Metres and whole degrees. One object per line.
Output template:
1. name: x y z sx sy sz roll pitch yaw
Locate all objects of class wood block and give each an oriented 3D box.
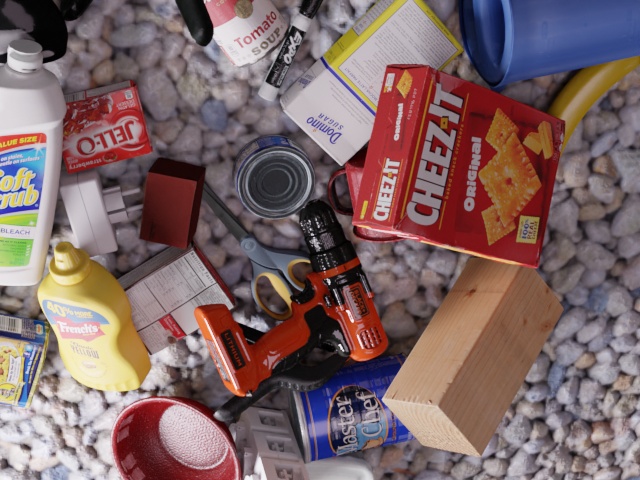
1. wood block: 0.171 0.124 1.179 0.090 0.091 0.206 49 62 -27

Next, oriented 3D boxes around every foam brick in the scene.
1. foam brick: -0.152 -0.039 1.101 0.053 0.051 0.078 13 113 1

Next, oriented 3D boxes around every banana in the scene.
1. banana: 0.285 -0.143 1.164 0.069 0.037 0.198 37 103 -25

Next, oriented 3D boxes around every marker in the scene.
1. marker: -0.029 -0.198 1.076 0.020 0.020 0.121 21 109 -21

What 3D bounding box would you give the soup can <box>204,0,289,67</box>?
1. soup can: -0.085 -0.225 1.023 0.068 0.068 0.102 -35 118 5

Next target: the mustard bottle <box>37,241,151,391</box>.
1. mustard bottle: -0.240 0.075 1.101 0.096 0.058 0.191 12 137 20

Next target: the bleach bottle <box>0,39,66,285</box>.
1. bleach bottle: -0.301 -0.074 1.022 0.102 0.068 0.251 7 124 -14

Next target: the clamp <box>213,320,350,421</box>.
1. clamp: -0.047 0.141 1.181 0.171 0.039 0.120 1 73 -4

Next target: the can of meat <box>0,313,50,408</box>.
1. can of meat: -0.343 0.126 1.141 0.083 0.057 0.102 13 112 -21

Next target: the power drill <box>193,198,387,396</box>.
1. power drill: -0.035 0.068 1.138 0.187 0.057 0.184 -24 94 -16

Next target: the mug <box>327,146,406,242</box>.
1. mug: 0.062 -0.054 1.137 0.117 0.093 0.081 0 116 28

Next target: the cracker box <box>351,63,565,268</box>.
1. cracker box: 0.148 -0.071 1.085 0.213 0.072 0.164 14 87 -38

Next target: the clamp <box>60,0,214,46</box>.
1. clamp: -0.168 -0.286 0.972 0.165 0.036 0.210 7 102 23

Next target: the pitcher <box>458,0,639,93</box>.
1. pitcher: 0.270 -0.244 1.062 0.242 0.149 0.145 -11 82 -12

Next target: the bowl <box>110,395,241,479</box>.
1. bowl: -0.156 0.236 1.216 0.162 0.055 0.162 7 114 17

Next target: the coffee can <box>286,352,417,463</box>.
1. coffee can: 0.039 0.193 1.234 0.140 0.103 0.103 -10 117 -8

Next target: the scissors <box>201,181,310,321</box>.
1. scissors: -0.058 0.001 1.167 0.096 0.016 0.201 -21 119 1

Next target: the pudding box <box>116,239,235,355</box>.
1. pudding box: -0.163 0.061 1.161 0.113 0.039 0.090 -32 117 1

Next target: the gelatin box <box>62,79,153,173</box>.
1. gelatin box: -0.219 -0.114 1.068 0.089 0.030 0.073 -14 118 -6

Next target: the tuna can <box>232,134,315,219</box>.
1. tuna can: -0.049 -0.066 1.127 0.086 0.034 0.086 -5 116 -11

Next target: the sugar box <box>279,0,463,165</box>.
1. sugar box: 0.051 -0.171 1.094 0.176 0.048 0.093 -41 117 13
